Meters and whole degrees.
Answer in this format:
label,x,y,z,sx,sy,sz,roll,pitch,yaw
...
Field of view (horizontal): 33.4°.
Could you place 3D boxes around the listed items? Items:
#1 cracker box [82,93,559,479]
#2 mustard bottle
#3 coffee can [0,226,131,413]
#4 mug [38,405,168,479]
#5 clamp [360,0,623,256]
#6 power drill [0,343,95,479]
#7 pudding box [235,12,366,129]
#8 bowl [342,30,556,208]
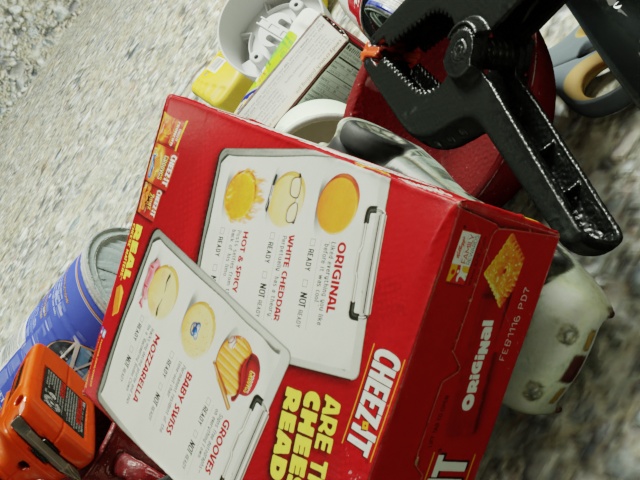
label,x,y,z,sx,sy,sz,roll,pitch,yaw
cracker box,-0.014,0.038,0.478,0.214,0.071,0.164,26,101,49
mustard bottle,-0.047,-0.205,1.046,0.191,0.058,0.096,-53,25,1
coffee can,-0.155,0.074,0.743,0.140,0.102,0.103,-46,24,27
mug,-0.114,0.144,0.661,0.117,0.081,0.093,-7,51,60
clamp,0.085,-0.097,0.504,0.210,0.036,0.164,32,113,59
power drill,-0.219,0.148,0.637,0.187,0.057,0.184,-43,20,1
pudding box,-0.004,-0.102,0.786,0.113,0.089,0.039,-50,61,12
bowl,0.078,-0.068,0.598,0.162,0.055,0.162,-33,48,45
